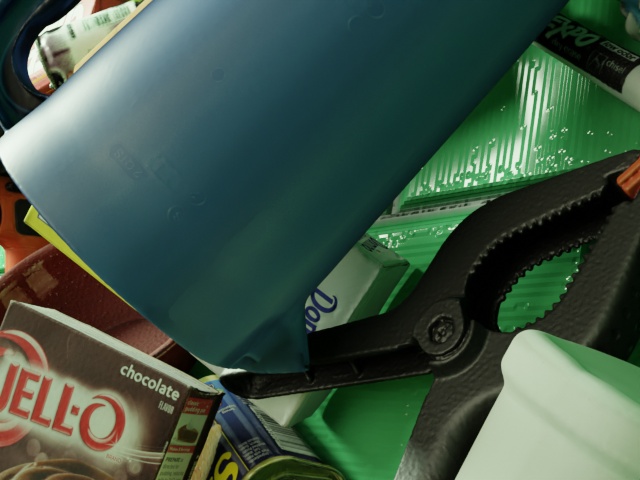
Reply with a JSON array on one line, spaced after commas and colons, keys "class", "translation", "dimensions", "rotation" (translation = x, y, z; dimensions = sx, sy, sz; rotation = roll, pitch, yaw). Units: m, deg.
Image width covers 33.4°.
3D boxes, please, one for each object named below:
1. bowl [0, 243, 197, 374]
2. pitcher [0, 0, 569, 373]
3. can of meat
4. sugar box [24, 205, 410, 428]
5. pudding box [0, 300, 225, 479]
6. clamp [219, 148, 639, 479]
[{"class": "bowl", "translation": [-0.123, 0.054, 0.609], "dimensions": [0.162, 0.055, 0.162], "rotation": [-13, 35, 9]}, {"class": "pitcher", "translation": [-0.006, -0.082, 0.422], "dimensions": [0.243, 0.149, 0.145], "rotation": [-46, 42, 1]}, {"class": "can of meat", "translation": [-0.044, 0.126, 0.510], "dimensions": [0.102, 0.057, 0.084], "rotation": [-62, 34, 9]}, {"class": "sugar box", "translation": [-0.053, 0.001, 0.522], "dimensions": [0.176, 0.048, 0.093], "rotation": [36, 105, 16]}, {"class": "pudding box", "translation": [-0.111, 0.089, 0.495], "dimensions": [0.114, 0.039, 0.090], "rotation": [21, 89, 24]}, {"class": "clamp", "translation": [0.048, 0.040, 0.413], "dimensions": [0.210, 0.036, 0.165], "rotation": [-47, 39, 5]}]
